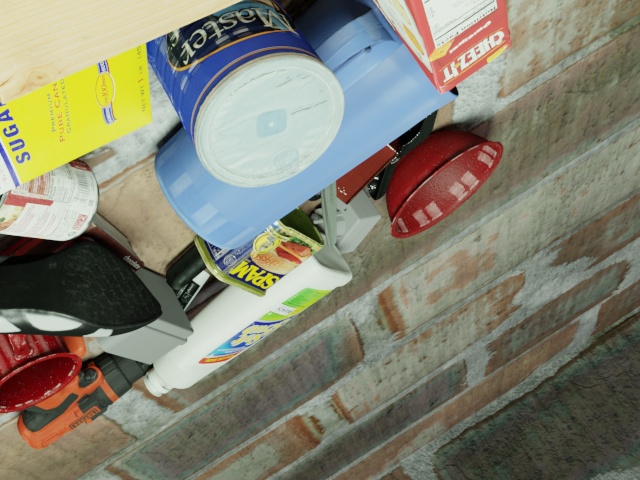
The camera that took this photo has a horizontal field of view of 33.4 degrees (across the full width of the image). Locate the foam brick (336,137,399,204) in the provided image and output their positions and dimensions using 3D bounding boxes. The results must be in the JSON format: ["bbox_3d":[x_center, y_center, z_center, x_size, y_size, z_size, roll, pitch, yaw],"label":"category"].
[{"bbox_3d":[0.034,-0.086,1.051,0.078,0.051,0.053,-45,-164,25],"label":"foam brick"}]

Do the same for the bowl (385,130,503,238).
[{"bbox_3d":[0.130,-0.075,1.219,0.162,0.055,0.162,-33,160,-14],"label":"bowl"}]

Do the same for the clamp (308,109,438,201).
[{"bbox_3d":[0.070,-0.095,1.125,0.172,0.039,0.120,-40,160,28],"label":"clamp"}]

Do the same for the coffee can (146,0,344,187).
[{"bbox_3d":[-0.059,-0.119,0.727,0.102,0.140,0.103,-17,138,-16],"label":"coffee can"}]

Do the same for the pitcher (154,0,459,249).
[{"bbox_3d":[-0.021,-0.101,0.870,0.243,0.145,0.149,-37,131,17],"label":"pitcher"}]

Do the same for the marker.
[{"bbox_3d":[-0.160,0.081,1.138,0.121,0.020,0.020,-56,159,-6],"label":"marker"}]

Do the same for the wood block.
[{"bbox_3d":[-0.118,-0.177,0.625,0.206,0.090,0.091,-27,157,-15],"label":"wood block"}]

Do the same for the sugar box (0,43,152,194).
[{"bbox_3d":[-0.192,-0.089,0.691,0.175,0.048,0.093,-35,141,-36],"label":"sugar box"}]

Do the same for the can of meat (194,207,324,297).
[{"bbox_3d":[-0.057,0.001,1.031,0.084,0.057,0.102,-38,149,15],"label":"can of meat"}]

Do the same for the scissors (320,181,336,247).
[{"bbox_3d":[0.022,-0.083,1.009,0.096,0.016,0.201,-30,134,-8],"label":"scissors"}]

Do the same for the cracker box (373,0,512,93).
[{"bbox_3d":[0.047,-0.213,0.680,0.072,0.164,0.213,-33,158,3],"label":"cracker box"}]

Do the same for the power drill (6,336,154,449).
[{"bbox_3d":[-0.260,0.142,1.132,0.184,0.057,0.187,-37,158,-9],"label":"power drill"}]

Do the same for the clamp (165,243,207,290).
[{"bbox_3d":[-0.072,-0.026,1.073,0.164,0.036,0.210,-23,156,-28],"label":"clamp"}]

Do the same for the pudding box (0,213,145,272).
[{"bbox_3d":[-0.221,0.018,0.953,0.090,0.039,0.113,-34,158,1],"label":"pudding box"}]

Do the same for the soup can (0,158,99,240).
[{"bbox_3d":[-0.223,-0.037,0.798,0.069,0.068,0.102,-42,157,18],"label":"soup can"}]

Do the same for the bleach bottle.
[{"bbox_3d":[-0.089,0.087,1.157,0.251,0.068,0.102,-39,159,17],"label":"bleach bottle"}]

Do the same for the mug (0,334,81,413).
[{"bbox_3d":[-0.279,0.094,0.973,0.093,0.081,0.117,-26,157,-18],"label":"mug"}]
